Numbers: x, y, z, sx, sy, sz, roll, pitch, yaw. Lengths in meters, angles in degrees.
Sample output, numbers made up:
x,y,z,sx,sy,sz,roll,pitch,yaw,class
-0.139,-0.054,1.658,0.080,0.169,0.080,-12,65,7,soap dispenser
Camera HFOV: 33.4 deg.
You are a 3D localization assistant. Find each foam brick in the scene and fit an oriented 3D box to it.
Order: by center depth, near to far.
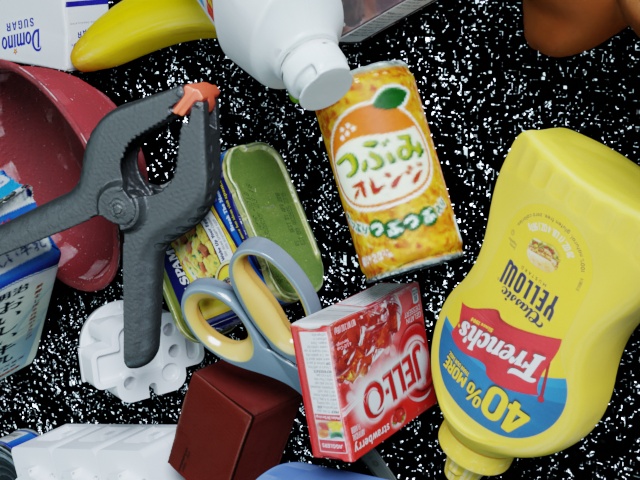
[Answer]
x,y,z,sx,sy,sz,roll,pitch,yaw,class
-0.055,0.119,0.677,0.053,0.051,0.078,35,121,27,foam brick

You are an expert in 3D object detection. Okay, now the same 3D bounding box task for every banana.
x,y,z,sx,sy,sz,roll,pitch,yaw,class
-0.073,-0.124,0.619,0.198,0.037,0.069,13,68,41,banana

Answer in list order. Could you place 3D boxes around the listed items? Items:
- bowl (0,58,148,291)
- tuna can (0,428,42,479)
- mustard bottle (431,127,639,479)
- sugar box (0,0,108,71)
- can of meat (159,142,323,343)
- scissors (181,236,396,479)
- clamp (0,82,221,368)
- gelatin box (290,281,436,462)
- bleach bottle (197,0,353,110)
x,y,z,sx,sy,sz,roll,pitch,yaw,class
-0.163,-0.050,0.698,0.162,0.055,0.162,30,136,34,bowl
-0.240,0.197,0.858,0.086,0.033,0.086,12,110,36,tuna can
0.103,0.048,0.525,0.096,0.058,0.192,42,126,34,mustard bottle
-0.184,-0.204,0.693,0.093,0.048,0.176,15,115,35,sugar box
-0.054,0.001,0.640,0.084,0.057,0.102,-23,88,38,can of meat
-0.015,0.088,0.618,0.096,0.016,0.201,-8,116,32,scissors
-0.118,-0.022,0.606,0.120,0.039,0.171,27,107,0,clamp
0.026,0.068,0.573,0.030,0.089,0.073,-2,101,38,gelatin box
-0.051,-0.173,0.537,0.251,0.068,0.103,61,157,25,bleach bottle
